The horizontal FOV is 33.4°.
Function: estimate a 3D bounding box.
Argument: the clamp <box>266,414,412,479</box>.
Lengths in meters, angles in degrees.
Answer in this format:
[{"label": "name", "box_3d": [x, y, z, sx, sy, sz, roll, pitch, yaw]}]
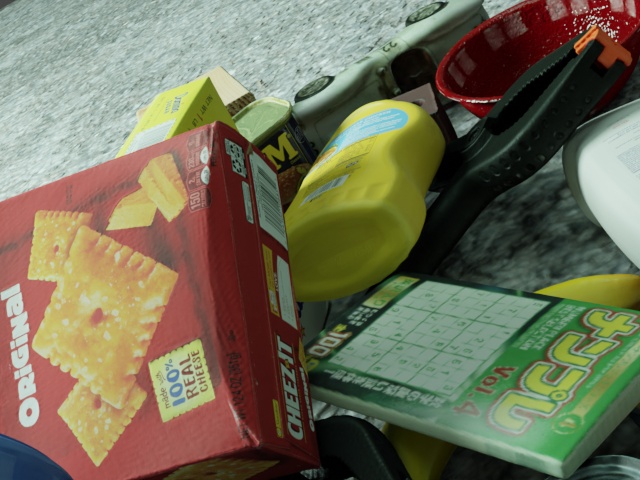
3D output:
[{"label": "clamp", "box_3d": [-0.013, 0.112, 0.527, 0.172, 0.039, 0.120, -10, 56, 42]}]

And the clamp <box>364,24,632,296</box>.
[{"label": "clamp", "box_3d": [0.106, -0.057, 0.666, 0.210, 0.036, 0.164, -47, 14, 31]}]

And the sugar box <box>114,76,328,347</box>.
[{"label": "sugar box", "box_3d": [-0.054, 0.001, 0.643, 0.048, 0.176, 0.093, -18, 30, 25]}]

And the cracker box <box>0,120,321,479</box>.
[{"label": "cracker box", "box_3d": [-0.118, 0.053, 0.527, 0.214, 0.072, 0.164, -18, 64, 18]}]

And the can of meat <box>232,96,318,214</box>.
[{"label": "can of meat", "box_3d": [-0.045, -0.034, 0.729, 0.102, 0.084, 0.058, -40, 29, -15]}]

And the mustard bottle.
[{"label": "mustard bottle", "box_3d": [0.030, -0.040, 0.673, 0.096, 0.058, 0.191, -28, 20, 29]}]

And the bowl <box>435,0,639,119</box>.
[{"label": "bowl", "box_3d": [0.169, -0.126, 0.780, 0.162, 0.055, 0.162, -23, 28, 12]}]
